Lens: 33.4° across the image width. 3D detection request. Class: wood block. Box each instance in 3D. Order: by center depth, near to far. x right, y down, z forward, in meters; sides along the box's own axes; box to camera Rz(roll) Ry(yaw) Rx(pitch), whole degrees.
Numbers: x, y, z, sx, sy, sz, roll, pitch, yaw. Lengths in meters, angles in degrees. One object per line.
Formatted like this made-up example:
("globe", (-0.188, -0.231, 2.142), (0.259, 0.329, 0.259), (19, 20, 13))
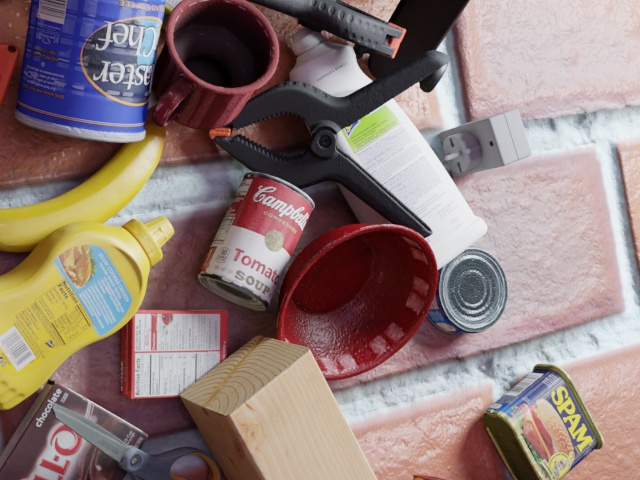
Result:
("wood block", (-0.020, 0.194, 0.895), (0.090, 0.090, 0.206), (-36, 111, -25))

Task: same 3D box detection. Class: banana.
("banana", (-0.202, -0.037, 0.865), (0.197, 0.037, 0.069), (-24, 99, -27))

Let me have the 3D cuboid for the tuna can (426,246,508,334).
("tuna can", (0.141, 0.048, 1.041), (0.086, 0.034, 0.086), (3, 84, -28))

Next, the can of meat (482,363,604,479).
("can of meat", (0.219, 0.187, 1.058), (0.083, 0.058, 0.102), (-34, 101, -23))

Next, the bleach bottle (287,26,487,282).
("bleach bottle", (0.051, -0.090, 0.991), (0.102, 0.068, 0.251), (-35, 100, -26))

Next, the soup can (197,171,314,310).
("soup can", (-0.056, 0.001, 0.922), (0.068, 0.069, 0.102), (31, 73, -22))

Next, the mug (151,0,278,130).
("mug", (-0.097, -0.134, 0.869), (0.093, 0.082, 0.117), (38, 60, -4))

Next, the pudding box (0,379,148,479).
("pudding box", (-0.205, 0.180, 0.844), (0.090, 0.039, 0.113), (35, 71, -21))

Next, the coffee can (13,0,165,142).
("coffee can", (-0.176, -0.156, 0.827), (0.102, 0.103, 0.140), (5, 105, -28))

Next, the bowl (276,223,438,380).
("bowl", (0.022, 0.044, 0.944), (0.161, 0.055, 0.162), (-17, 128, -23))

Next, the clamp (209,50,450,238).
("clamp", (0.010, -0.079, 0.933), (0.210, 0.036, 0.164), (-2, 102, 3))

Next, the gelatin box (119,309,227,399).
("gelatin box", (-0.124, 0.095, 0.900), (0.089, 0.030, 0.073), (2, 86, -28))

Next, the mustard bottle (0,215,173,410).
("mustard bottle", (-0.196, 0.040, 0.837), (0.191, 0.058, 0.096), (-37, 122, -20))

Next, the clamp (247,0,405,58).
("clamp", (-0.009, -0.201, 0.915), (0.171, 0.120, 0.039), (21, 112, -2))

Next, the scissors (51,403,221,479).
("scissors", (-0.152, 0.191, 0.839), (0.201, 0.016, 0.096), (27, 81, -50))
